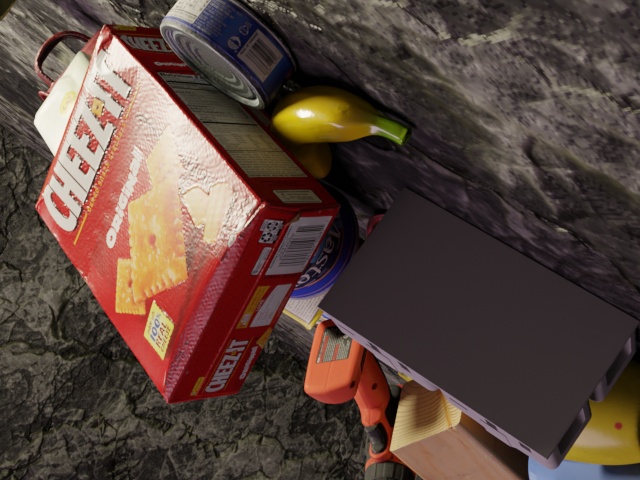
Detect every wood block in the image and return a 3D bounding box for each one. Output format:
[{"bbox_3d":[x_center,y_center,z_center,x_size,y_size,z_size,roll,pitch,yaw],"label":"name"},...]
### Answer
[{"bbox_3d":[0.176,0.222,1.072,0.090,0.090,0.206,-30,117,35],"label":"wood block"}]

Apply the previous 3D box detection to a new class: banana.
[{"bbox_3d":[-0.003,-0.070,0.709,0.069,0.037,0.198,40,170,-10],"label":"banana"}]

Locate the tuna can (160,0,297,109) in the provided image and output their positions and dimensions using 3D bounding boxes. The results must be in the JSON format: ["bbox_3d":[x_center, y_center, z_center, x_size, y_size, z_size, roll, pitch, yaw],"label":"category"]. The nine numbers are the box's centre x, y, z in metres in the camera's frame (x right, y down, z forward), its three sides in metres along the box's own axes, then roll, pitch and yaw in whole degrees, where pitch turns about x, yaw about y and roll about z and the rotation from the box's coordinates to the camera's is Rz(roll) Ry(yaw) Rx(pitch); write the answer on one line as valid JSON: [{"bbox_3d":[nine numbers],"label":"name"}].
[{"bbox_3d":[-0.059,-0.121,0.672,0.086,0.033,0.086,36,171,6],"label":"tuna can"}]

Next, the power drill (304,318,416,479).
[{"bbox_3d":[0.046,0.181,1.068,0.057,0.184,0.187,-12,128,20],"label":"power drill"}]

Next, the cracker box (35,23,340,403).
[{"bbox_3d":[-0.102,-0.022,0.728,0.071,0.164,0.214,-2,-140,-45],"label":"cracker box"}]

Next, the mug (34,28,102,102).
[{"bbox_3d":[-0.196,-0.139,0.943,0.117,0.081,0.093,37,171,0],"label":"mug"}]
